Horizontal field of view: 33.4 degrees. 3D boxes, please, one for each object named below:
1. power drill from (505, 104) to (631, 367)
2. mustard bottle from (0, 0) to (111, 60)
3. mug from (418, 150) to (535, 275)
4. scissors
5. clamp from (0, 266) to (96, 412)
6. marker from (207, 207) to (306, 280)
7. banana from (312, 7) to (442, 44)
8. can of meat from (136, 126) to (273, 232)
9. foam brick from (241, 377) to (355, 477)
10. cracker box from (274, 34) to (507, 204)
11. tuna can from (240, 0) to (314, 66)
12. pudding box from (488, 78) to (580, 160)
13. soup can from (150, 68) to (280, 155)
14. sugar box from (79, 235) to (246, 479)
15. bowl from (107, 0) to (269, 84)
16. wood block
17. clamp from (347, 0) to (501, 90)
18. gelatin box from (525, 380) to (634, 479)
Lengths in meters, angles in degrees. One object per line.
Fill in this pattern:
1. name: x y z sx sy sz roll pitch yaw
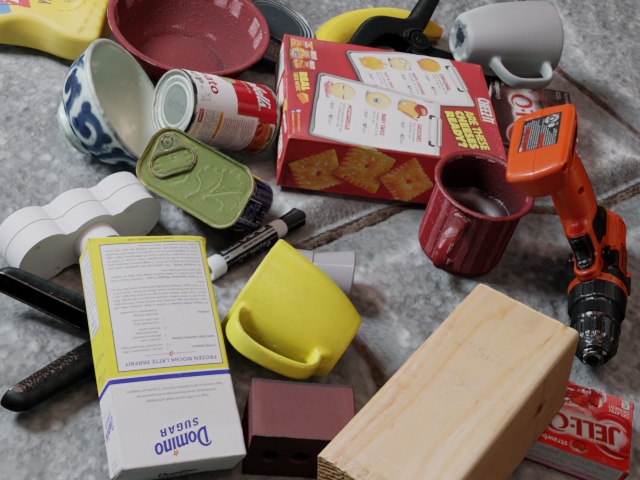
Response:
1. power drill: 0.219 -0.008 0.928 0.057 0.187 0.184 -13 35 25
2. mustard bottle: -0.310 -0.236 1.077 0.191 0.058 0.096 11 48 -5
3. mug: 0.133 -0.016 0.968 0.093 0.082 0.117 28 44 11
4. scissors: -0.120 -0.175 1.102 0.096 0.016 0.201 12 43 -4
5. clamp: -0.171 0.064 0.822 0.171 0.039 0.120 -6 62 -30
6. marker: -0.056 0.001 0.939 0.020 0.020 0.120 39 48 22
7. banana: 0.052 -0.228 1.198 0.197 0.037 0.069 -27 84 -34
8. can of meat: -0.097 -0.049 0.924 0.102 0.057 0.084 29 2 12
9. foam brick: -0.017 0.139 0.786 0.078 0.053 0.051 5 44 -10
10. cracker box: 0.062 -0.116 1.057 0.213 0.072 0.164 7 45 -11
11. tuna can: -0.052 -0.225 1.144 0.086 0.034 0.086 24 36 -19
12. pudding box: 0.221 -0.119 1.131 0.090 0.039 0.113 10 43 -5
13. soup can: -0.097 -0.118 0.990 0.102 0.069 0.068 4 40 -44
14. sugar box: -0.118 0.083 0.781 0.093 0.048 0.176 -2 66 -24
15. bowl: -0.134 -0.198 1.066 0.162 0.055 0.162 9 46 -10
16. wood block: 0.094 0.137 0.771 0.090 0.091 0.205 27 48 27
17. clamp: 0.110 -0.204 1.169 0.209 0.036 0.164 -27 75 -32
18. gelatin box: 0.204 0.151 0.857 0.089 0.030 0.073 19 44 4
